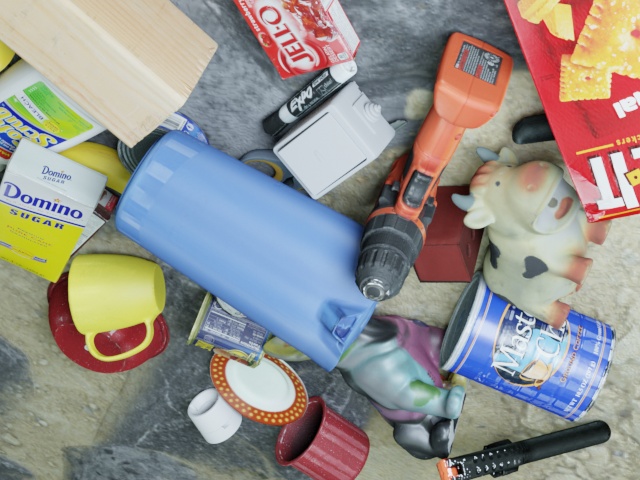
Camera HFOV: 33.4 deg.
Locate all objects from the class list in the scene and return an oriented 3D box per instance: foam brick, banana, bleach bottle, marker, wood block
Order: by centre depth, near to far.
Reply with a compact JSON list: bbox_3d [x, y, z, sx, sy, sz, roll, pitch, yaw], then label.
[{"bbox_3d":[-0.202,-0.190,0.910,0.206,0.090,0.090,41,135,-20],"label":"wood block"},{"bbox_3d":[-0.012,-0.126,0.949,0.020,0.020,0.121,39,137,-18],"label":"marker"},{"bbox_3d":[0.116,-0.006,0.977,0.051,0.078,0.053,-2,136,25],"label":"foam brick"},{"bbox_3d":[-0.287,-0.117,1.050,0.251,0.068,0.102,-22,124,42],"label":"bleach bottle"},{"bbox_3d":[-0.195,-0.051,1.093,0.197,0.037,0.070,27,131,-12],"label":"banana"}]

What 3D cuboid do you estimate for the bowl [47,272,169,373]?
[{"bbox_3d":[-0.267,0.111,1.290,0.162,0.055,0.162,12,138,11],"label":"bowl"}]

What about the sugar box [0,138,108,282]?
[{"bbox_3d":[-0.285,-0.026,1.084,0.093,0.048,0.176,25,147,-12],"label":"sugar box"}]

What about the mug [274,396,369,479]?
[{"bbox_3d":[0.000,0.248,1.302,0.081,0.093,0.117,36,169,-22],"label":"mug"}]

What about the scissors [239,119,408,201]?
[{"bbox_3d":[-0.011,-0.080,0.999,0.096,0.016,0.202,33,138,-11],"label":"scissors"}]

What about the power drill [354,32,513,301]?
[{"bbox_3d":[0.086,-0.060,0.866,0.057,0.184,0.188,24,130,-3],"label":"power drill"}]

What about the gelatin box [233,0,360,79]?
[{"bbox_3d":[-0.019,-0.181,0.883,0.073,0.030,0.089,-9,130,32],"label":"gelatin box"}]

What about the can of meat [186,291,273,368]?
[{"bbox_3d":[-0.099,0.101,1.183,0.084,0.057,0.102,22,167,-5],"label":"can of meat"}]

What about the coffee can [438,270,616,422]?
[{"bbox_3d":[0.199,0.103,1.036,0.140,0.102,0.103,22,139,0],"label":"coffee can"}]

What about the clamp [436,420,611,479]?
[{"bbox_3d":[0.204,0.231,1.143,0.165,0.036,0.209,-27,162,35],"label":"clamp"}]

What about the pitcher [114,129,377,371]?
[{"bbox_3d":[-0.056,0.001,0.973,0.243,0.145,0.149,31,152,-1],"label":"pitcher"}]

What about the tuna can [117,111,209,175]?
[{"bbox_3d":[-0.151,-0.088,1.040,0.086,0.033,0.086,13,138,11],"label":"tuna can"}]
